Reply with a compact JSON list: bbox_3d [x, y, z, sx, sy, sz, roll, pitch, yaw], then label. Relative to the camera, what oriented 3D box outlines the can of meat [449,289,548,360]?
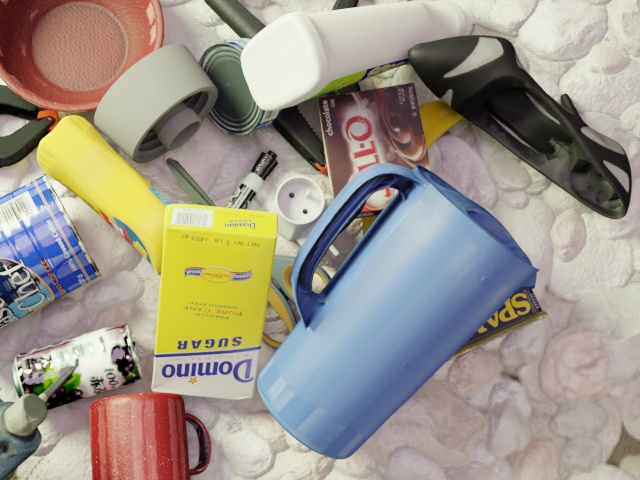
[{"bbox_3d":[0.144,0.053,0.981,0.102,0.057,0.084,-23,81,-9],"label":"can of meat"}]

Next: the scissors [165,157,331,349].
[{"bbox_3d":[-0.056,0.001,0.960,0.096,0.016,0.202,-22,96,10],"label":"scissors"}]

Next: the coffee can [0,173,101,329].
[{"bbox_3d":[-0.275,0.020,0.917,0.140,0.103,0.103,-29,84,-11],"label":"coffee can"}]

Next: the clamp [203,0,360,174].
[{"bbox_3d":[-0.006,-0.170,1.015,0.164,0.036,0.210,-18,84,-14],"label":"clamp"}]

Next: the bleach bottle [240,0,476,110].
[{"bbox_3d":[0.054,-0.180,0.959,0.250,0.103,0.068,-21,90,-37],"label":"bleach bottle"}]

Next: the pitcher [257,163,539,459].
[{"bbox_3d":[0.050,0.059,0.898,0.149,0.144,0.243,44,102,20],"label":"pitcher"}]

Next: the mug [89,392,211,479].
[{"bbox_3d":[-0.145,0.176,0.917,0.117,0.093,0.081,5,72,-36],"label":"mug"}]

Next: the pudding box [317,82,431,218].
[{"bbox_3d":[0.049,-0.079,0.965,0.090,0.039,0.113,-9,81,-3],"label":"pudding box"}]

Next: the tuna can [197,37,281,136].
[{"bbox_3d":[-0.073,-0.141,0.976,0.033,0.086,0.086,-26,82,-44],"label":"tuna can"}]

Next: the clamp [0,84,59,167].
[{"bbox_3d":[-0.323,-0.090,0.964,0.171,0.039,0.120,-2,81,-7],"label":"clamp"}]

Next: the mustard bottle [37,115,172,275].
[{"bbox_3d":[-0.161,-0.025,0.941,0.191,0.096,0.058,42,79,2],"label":"mustard bottle"}]

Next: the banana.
[{"bbox_3d":[0.083,-0.063,1.004,0.069,0.037,0.197,32,78,1],"label":"banana"}]

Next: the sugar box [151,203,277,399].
[{"bbox_3d":[-0.092,0.056,0.907,0.093,0.048,0.176,6,121,-5],"label":"sugar box"}]

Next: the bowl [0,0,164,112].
[{"bbox_3d":[-0.225,-0.188,0.984,0.162,0.055,0.162,1,80,-6],"label":"bowl"}]

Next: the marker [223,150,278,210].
[{"bbox_3d":[-0.077,-0.033,0.991,0.020,0.020,0.121,33,78,0],"label":"marker"}]
